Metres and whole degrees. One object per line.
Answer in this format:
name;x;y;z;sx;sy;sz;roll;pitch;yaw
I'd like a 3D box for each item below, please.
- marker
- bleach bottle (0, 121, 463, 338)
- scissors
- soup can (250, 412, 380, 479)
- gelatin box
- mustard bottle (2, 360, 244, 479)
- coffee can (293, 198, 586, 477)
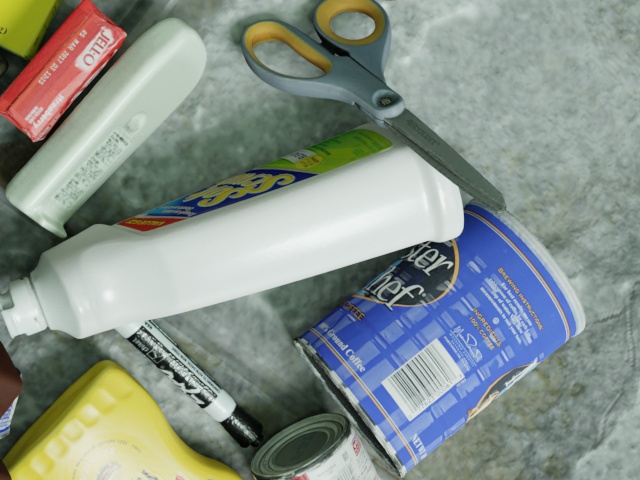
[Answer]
marker;-0.079;0.082;0.642;0.020;0.020;0.121;-46;105;-6
bleach bottle;-0.054;0.001;0.596;0.250;0.103;0.068;-20;109;-13
scissors;0.043;-0.087;0.593;0.096;0.202;0.016;-44;148;-27
soup can;0.009;0.165;0.646;0.068;0.069;0.102;-29;104;-10
gelatin box;-0.139;-0.089;0.572;0.030;0.089;0.073;41;85;-15
mustard bottle;-0.089;0.166;0.628;0.191;0.058;0.096;46;79;-15
coffee can;0.070;0.056;0.634;0.140;0.103;0.103;-38;104;-8
